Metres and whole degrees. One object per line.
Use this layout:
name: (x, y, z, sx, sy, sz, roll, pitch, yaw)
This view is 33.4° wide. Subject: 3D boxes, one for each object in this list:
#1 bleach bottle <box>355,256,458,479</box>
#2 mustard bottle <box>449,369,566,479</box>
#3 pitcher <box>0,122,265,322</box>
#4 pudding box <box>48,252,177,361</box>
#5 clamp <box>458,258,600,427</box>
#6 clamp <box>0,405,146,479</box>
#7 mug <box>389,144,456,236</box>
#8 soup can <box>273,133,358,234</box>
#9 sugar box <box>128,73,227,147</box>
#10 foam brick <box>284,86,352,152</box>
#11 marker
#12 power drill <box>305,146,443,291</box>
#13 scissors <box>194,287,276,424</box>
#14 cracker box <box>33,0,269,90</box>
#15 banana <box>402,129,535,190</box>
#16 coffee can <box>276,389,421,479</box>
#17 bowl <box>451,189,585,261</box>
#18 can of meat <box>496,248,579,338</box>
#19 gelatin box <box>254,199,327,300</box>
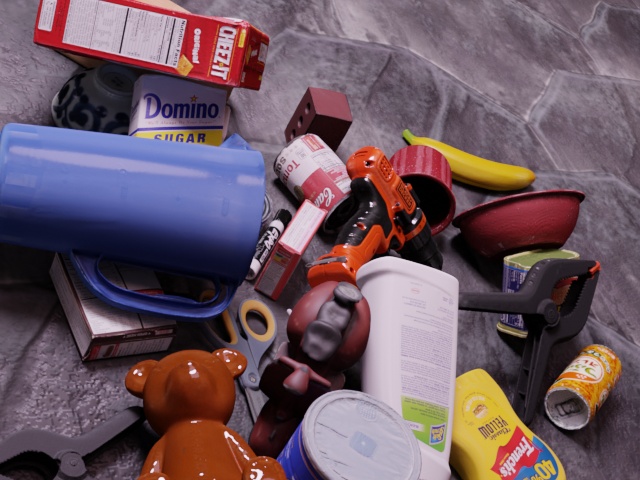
bleach bottle: (0.077, 0.148, 1.000, 0.102, 0.068, 0.251, 17, 64, -25)
mustard bottle: (0.181, 0.221, 1.041, 0.096, 0.058, 0.192, -22, 62, -34)
pitcher: (-0.179, -0.027, 0.984, 0.242, 0.145, 0.149, 8, 28, -16)
pudding box: (-0.195, 0.055, 1.004, 0.089, 0.039, 0.113, -5, 47, -33)
clamp: (0.237, 0.092, 1.151, 0.209, 0.036, 0.164, -29, 102, -33)
clamp: (-0.195, 0.195, 0.853, 0.171, 0.039, 0.120, -5, 47, -36)
mug: (0.105, -0.061, 1.288, 0.117, 0.093, 0.081, -7, 33, 12)
soup can: (0.001, -0.066, 1.233, 0.068, 0.069, 0.102, -17, 58, -43)
sugar box: (-0.152, -0.077, 1.095, 0.093, 0.048, 0.176, 9, 81, -23)
foam brick: (-0.003, -0.140, 1.303, 0.051, 0.078, 0.053, 11, 42, -24)
marker: (-0.058, 0.001, 1.162, 0.020, 0.020, 0.121, 30, 38, 0)
power drill: (0.064, 0.018, 1.153, 0.184, 0.057, 0.187, 55, 40, -27)
scissors: (-0.056, 0.127, 1.030, 0.096, 0.016, 0.202, -9, 57, -44)
cracker box: (-0.171, -0.214, 1.124, 0.213, 0.072, 0.164, 12, 8, 3)
banana: (0.204, -0.101, 1.422, 0.197, 0.037, 0.069, 19, 41, -13)
coffee can: (0.007, 0.206, 0.883, 0.102, 0.140, 0.103, 17, 40, -15)
bowl: (0.241, -0.012, 1.280, 0.161, 0.162, 0.055, -1, 75, -33)
can of meat: (0.252, 0.058, 1.228, 0.101, 0.084, 0.058, -11, 19, -39)
gelatin box: (-0.032, 0.009, 1.127, 0.030, 0.073, 0.089, 30, 39, 0)
